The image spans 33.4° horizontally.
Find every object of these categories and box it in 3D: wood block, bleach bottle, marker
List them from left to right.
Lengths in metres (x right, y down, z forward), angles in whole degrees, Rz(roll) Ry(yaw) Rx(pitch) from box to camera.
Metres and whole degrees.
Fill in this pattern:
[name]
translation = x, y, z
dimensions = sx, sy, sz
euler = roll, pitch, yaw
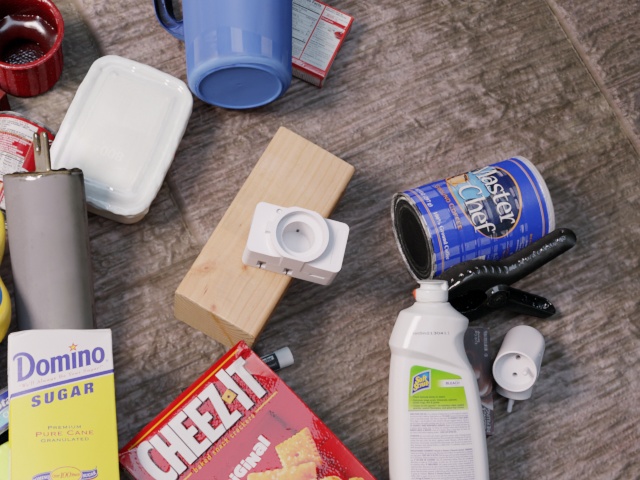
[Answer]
[marker]
translation = -0.085, 0.137, 1.069
dimensions = 0.121, 0.020, 0.020
euler = -21, 76, -15
[wood block]
translation = -0.056, 0.002, 1.081
dimensions = 0.090, 0.091, 0.206
euler = 30, 70, 2
[bleach bottle]
translation = 0.116, 0.164, 1.022
dimensions = 0.102, 0.068, 0.251
euler = -1, 93, -8

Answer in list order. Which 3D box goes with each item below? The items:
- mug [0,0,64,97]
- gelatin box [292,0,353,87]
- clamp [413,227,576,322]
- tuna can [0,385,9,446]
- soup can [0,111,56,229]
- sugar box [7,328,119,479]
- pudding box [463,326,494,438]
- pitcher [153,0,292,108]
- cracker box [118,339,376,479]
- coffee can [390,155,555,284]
[mug]
translation = -0.324, -0.201, 1.113
dimensions = 0.117, 0.081, 0.093
euler = -5, 72, -10
[gelatin box]
translation = -0.013, -0.226, 1.197
dimensions = 0.073, 0.030, 0.089
euler = 24, 70, 1
[clamp]
translation = 0.180, 0.053, 1.095
dimensions = 0.171, 0.120, 0.039
euler = -15, 40, -7
[tuna can]
translation = -0.291, 0.164, 0.994
dimensions = 0.086, 0.086, 0.034
euler = -34, 81, -18
[soup can]
translation = -0.315, -0.070, 1.078
dimensions = 0.068, 0.068, 0.102
euler = 18, 70, -3
[sugar box]
translation = -0.226, 0.165, 0.937
dimensions = 0.093, 0.048, 0.176
euler = 0, 65, -18
[pudding box]
translation = 0.127, 0.145, 1.089
dimensions = 0.090, 0.039, 0.113
euler = 2, 72, -8
[pitcher]
translation = -0.099, -0.266, 1.142
dimensions = 0.144, 0.149, 0.243
euler = 5, 67, -19
[cracker box]
translation = -0.061, 0.225, 0.996
dimensions = 0.164, 0.072, 0.214
euler = -42, 83, -19
[coffee can]
translation = 0.158, -0.021, 1.115
dimensions = 0.140, 0.103, 0.103
euler = -17, 75, -14
